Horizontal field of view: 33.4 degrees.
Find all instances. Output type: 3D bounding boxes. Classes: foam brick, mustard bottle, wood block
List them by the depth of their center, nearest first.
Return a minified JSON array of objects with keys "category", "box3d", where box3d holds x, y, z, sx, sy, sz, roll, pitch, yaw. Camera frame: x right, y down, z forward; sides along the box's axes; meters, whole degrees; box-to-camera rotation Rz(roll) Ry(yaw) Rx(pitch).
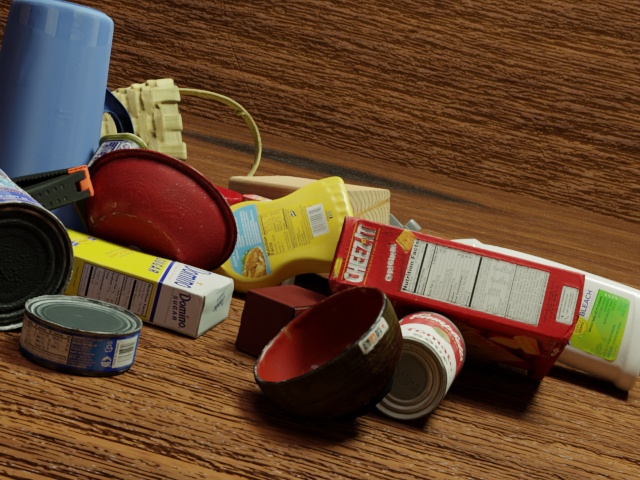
[{"category":"foam brick","box3d":[-0.028,0.072,0.915,0.051,0.053,0.078,19,10,28]},{"category":"mustard bottle","box3d":[-0.058,0.004,1.097,0.191,0.096,0.058,-15,-20,3]},{"category":"wood block","box3d":[-0.019,-0.024,1.244,0.090,0.090,0.206,-3,9,-34]}]

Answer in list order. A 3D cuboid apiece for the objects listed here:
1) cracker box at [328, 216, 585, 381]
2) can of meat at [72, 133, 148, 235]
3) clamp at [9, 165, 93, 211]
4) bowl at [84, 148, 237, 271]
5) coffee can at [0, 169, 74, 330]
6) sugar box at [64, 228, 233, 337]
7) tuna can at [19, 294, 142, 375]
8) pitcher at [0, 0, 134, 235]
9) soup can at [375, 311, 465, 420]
[{"category":"cracker box","box3d":[0.118,0.058,0.975,0.214,0.072,0.164,14,-17,7]},{"category":"can of meat","box3d":[-0.208,-0.045,1.104,0.058,0.102,0.083,0,42,22]},{"category":"clamp","box3d":[-0.316,-0.031,0.974,0.209,0.036,0.165,-17,18,-18]},{"category":"bowl","box3d":[-0.163,-0.009,1.017,0.162,0.162,0.055,15,46,10]},{"category":"coffee can","box3d":[-0.268,-0.002,0.843,0.102,0.103,0.140,6,14,-36]},{"category":"sugar box","box3d":[-0.173,0.034,0.952,0.176,0.048,0.093,14,9,10]},{"category":"tuna can","box3d":[-0.176,0.069,0.783,0.086,0.034,0.086,13,10,-2]},{"category":"pitcher","box3d":[-0.283,-0.127,1.138,0.145,0.243,0.149,12,3,13]},{"category":"soup can","box3d":[0.075,0.099,0.853,0.068,0.068,0.102,16,10,13]}]
